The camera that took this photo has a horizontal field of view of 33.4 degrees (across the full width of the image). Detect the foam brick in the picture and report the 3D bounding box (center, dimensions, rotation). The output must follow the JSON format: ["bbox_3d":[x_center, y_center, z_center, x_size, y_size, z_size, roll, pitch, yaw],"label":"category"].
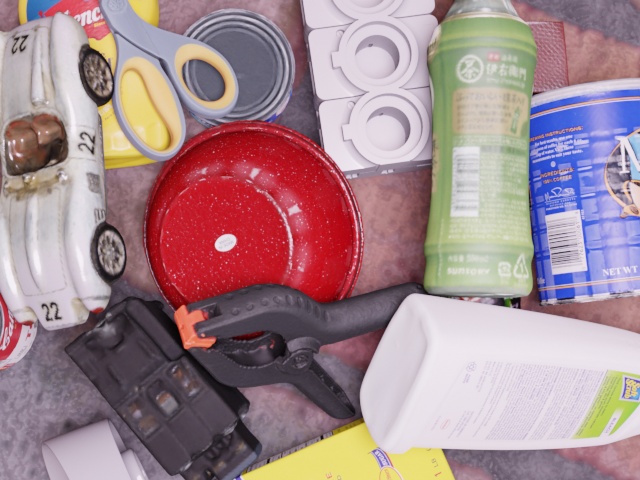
[{"bbox_3d":[0.131,-0.123,0.759,0.078,0.051,0.053,-1,84,-2],"label":"foam brick"}]

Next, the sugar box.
[{"bbox_3d":[0.003,0.184,0.733,0.176,0.048,0.093,-24,86,-5],"label":"sugar box"}]

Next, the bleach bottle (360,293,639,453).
[{"bbox_3d":[0.159,0.100,0.712,0.250,0.068,0.103,10,119,-23],"label":"bleach bottle"}]

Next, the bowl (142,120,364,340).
[{"bbox_3d":[-0.055,0.001,0.715,0.162,0.055,0.162,2,97,15],"label":"bowl"}]

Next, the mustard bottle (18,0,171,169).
[{"bbox_3d":[-0.160,-0.147,0.748,0.096,0.058,0.191,-6,85,2],"label":"mustard bottle"}]

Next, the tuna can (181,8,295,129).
[{"bbox_3d":[-0.061,-0.119,0.761,0.086,0.034,0.086,0,85,-2],"label":"tuna can"}]

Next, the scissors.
[{"bbox_3d":[-0.118,-0.154,0.720,0.096,0.016,0.202,-16,89,-21],"label":"scissors"}]

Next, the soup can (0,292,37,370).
[{"bbox_3d":[-0.231,0.055,0.706,0.068,0.102,0.068,0,85,-2],"label":"soup can"}]

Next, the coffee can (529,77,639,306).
[{"bbox_3d":[0.192,-0.030,0.728,0.103,0.103,0.140,-6,86,-3],"label":"coffee can"}]

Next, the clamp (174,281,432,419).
[{"bbox_3d":[-0.009,0.059,0.685,0.171,0.039,0.120,20,113,-41],"label":"clamp"}]
